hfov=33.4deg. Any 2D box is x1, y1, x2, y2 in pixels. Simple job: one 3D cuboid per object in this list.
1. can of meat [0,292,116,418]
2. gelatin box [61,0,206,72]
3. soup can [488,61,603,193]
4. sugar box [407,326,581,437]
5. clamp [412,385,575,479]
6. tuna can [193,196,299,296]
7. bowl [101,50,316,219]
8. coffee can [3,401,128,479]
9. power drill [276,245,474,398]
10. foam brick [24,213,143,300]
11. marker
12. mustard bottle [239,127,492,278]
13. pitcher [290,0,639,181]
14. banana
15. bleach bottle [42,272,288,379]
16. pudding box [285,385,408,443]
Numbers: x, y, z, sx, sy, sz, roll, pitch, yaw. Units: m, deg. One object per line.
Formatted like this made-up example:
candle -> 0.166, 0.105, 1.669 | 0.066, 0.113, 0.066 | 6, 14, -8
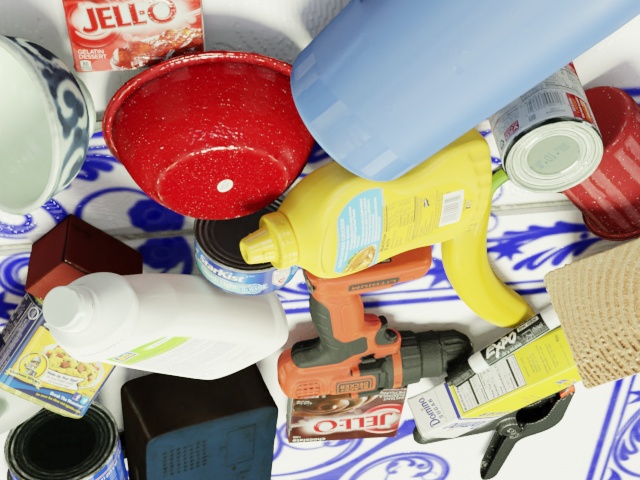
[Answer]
can of meat -> -0.222, 0.094, 0.903 | 0.102, 0.058, 0.084 | 33, 92, -35
gelatin box -> -0.121, -0.147, 0.696 | 0.089, 0.030, 0.073 | -3, 138, -4
soup can -> 0.150, -0.091, 0.735 | 0.068, 0.102, 0.068 | -3, 137, -3
sugar box -> 0.179, 0.133, 1.000 | 0.176, 0.048, 0.093 | -32, 157, 20
clamp -> 0.194, 0.189, 1.093 | 0.172, 0.039, 0.120 | -30, 134, 24
tuna can -> -0.055, 0.001, 0.825 | 0.086, 0.086, 0.034 | 0, 139, -6
bowl -> -0.072, -0.061, 0.755 | 0.162, 0.055, 0.162 | -7, 150, -4
coffee can -> -0.230, 0.231, 1.000 | 0.103, 0.103, 0.140 | -4, 131, -3
power drill -> 0.052, 0.067, 0.930 | 0.184, 0.057, 0.188 | -9, 137, -8
foam brick -> -0.189, 0.026, 0.863 | 0.051, 0.053, 0.078 | -35, 129, 28
marker -> 0.162, 0.095, 0.951 | 0.121, 0.020, 0.020 | -35, 131, 16
mustard bottle -> 0.031, -0.021, 0.782 | 0.191, 0.058, 0.096 | -20, 140, -20
pitcher -> 0.088, -0.149, 0.656 | 0.243, 0.149, 0.144 | -37, 154, 34
banana -> 0.141, 0.023, 0.907 | 0.069, 0.037, 0.197 | -13, 137, 7
bleach bottle -> -0.119, 0.060, 0.814 | 0.103, 0.068, 0.250 | -28, 162, 15
pudding box -> 0.024, 0.158, 1.040 | 0.113, 0.039, 0.090 | -1, 138, -5
